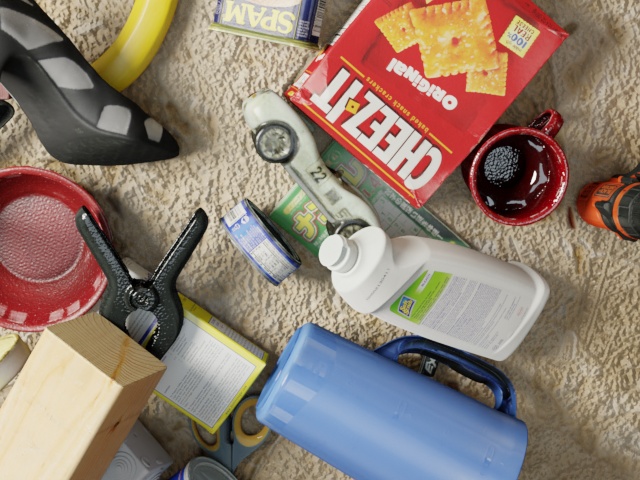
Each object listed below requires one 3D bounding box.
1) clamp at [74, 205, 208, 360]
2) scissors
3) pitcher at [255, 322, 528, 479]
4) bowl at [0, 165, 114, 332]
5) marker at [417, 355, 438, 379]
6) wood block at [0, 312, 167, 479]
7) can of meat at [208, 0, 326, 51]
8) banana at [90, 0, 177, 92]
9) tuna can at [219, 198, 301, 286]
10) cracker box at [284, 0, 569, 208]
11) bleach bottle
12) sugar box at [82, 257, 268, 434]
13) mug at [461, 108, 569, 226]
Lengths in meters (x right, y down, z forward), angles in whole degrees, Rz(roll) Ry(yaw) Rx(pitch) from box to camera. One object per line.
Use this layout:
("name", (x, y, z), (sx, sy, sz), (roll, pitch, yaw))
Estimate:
("clamp", (-0.177, 0.043, 0.997), (0.120, 0.039, 0.171), (10, 101, -5))
("scissors", (-0.084, 0.242, 1.113), (0.096, 0.016, 0.202), (-12, 104, 0))
("pitcher", (0.070, 0.170, 1.028), (0.243, 0.149, 0.145), (29, 111, -3))
("bowl", (-0.276, 0.004, 1.024), (0.162, 0.055, 0.162), (-1, 103, -3))
("marker", (0.114, 0.119, 1.094), (0.020, 0.020, 0.121), (15, 102, -7))
("wood block", (-0.238, 0.179, 0.960), (0.090, 0.090, 0.206), (35, 104, 12))
("can of meat", (-0.043, -0.223, 0.974), (0.102, 0.057, 0.084), (15, 100, 17))
("banana", (-0.178, -0.198, 0.992), (0.069, 0.037, 0.198), (37, 98, -13))
("tuna can", (-0.057, 0.001, 1.022), (0.034, 0.086, 0.086), (-40, 102, 4))
("cracker box", (0.097, -0.163, 0.995), (0.164, 0.072, 0.214), (39, 95, -10))
("bleach bottle", (0.102, 0.038, 0.991), (0.250, 0.068, 0.102), (22, 102, -39))
("sugar box", (-0.149, 0.103, 1.053), (0.176, 0.048, 0.093), (36, 98, -1))
("mug", (0.188, -0.077, 1.020), (0.093, 0.081, 0.117), (33, 99, -10))
